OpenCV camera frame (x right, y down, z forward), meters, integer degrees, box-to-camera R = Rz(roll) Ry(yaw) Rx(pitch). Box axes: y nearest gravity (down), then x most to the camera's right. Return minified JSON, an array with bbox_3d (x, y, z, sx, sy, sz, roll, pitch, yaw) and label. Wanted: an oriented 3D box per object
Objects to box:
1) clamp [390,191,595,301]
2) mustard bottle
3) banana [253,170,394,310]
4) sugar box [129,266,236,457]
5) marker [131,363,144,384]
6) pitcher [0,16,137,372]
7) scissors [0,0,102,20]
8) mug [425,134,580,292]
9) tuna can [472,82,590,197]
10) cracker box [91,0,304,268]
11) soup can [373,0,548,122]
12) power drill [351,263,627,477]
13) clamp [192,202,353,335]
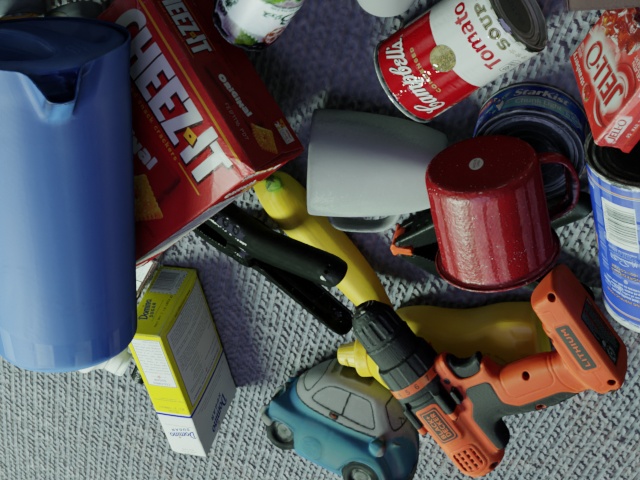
[{"bbox_3d":[0.147,0.012,0.878,0.172,0.039,0.120,-1,127,26],"label":"clamp"},{"bbox_3d":[0.107,0.102,0.961,0.192,0.058,0.096,-3,127,23],"label":"mustard bottle"},{"bbox_3d":[-0.003,-0.001,0.901,0.037,0.070,0.197,-35,129,11],"label":"banana"},{"bbox_3d":[-0.134,0.120,1.040,0.048,0.093,0.176,6,133,18],"label":"sugar box"},{"bbox_3d":[-0.176,0.110,1.099,0.020,0.020,0.121,23,135,-2],"label":"marker"},{"bbox_3d":[-0.198,-0.036,0.773,0.145,0.149,0.243,8,117,16],"label":"pitcher"},{"bbox_3d":[-0.265,-0.161,0.843,0.202,0.096,0.016,-10,85,26],"label":"scissors"},{"bbox_3d":[0.133,-0.027,0.770,0.117,0.093,0.081,-20,123,-4],"label":"mug"},{"bbox_3d":[0.156,-0.073,0.796,0.086,0.033,0.086,10,134,11],"label":"tuna can"},{"bbox_3d":[-0.140,-0.081,0.831,0.214,0.072,0.164,-32,90,40],"label":"cracker box"},{"bbox_3d":[0.097,-0.135,0.737,0.102,0.068,0.068,-30,117,37],"label":"soup can"},{"bbox_3d":[0.139,0.094,0.876,0.188,0.057,0.184,-32,103,33],"label":"power drill"},{"bbox_3d":[-0.056,0.001,0.898,0.210,0.036,0.164,34,165,7],"label":"clamp"}]
